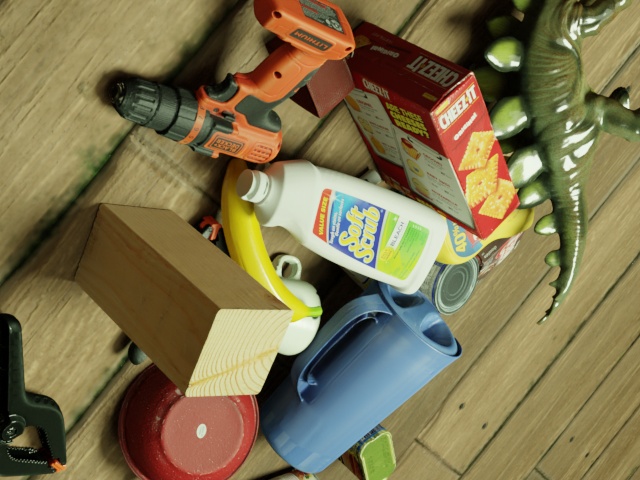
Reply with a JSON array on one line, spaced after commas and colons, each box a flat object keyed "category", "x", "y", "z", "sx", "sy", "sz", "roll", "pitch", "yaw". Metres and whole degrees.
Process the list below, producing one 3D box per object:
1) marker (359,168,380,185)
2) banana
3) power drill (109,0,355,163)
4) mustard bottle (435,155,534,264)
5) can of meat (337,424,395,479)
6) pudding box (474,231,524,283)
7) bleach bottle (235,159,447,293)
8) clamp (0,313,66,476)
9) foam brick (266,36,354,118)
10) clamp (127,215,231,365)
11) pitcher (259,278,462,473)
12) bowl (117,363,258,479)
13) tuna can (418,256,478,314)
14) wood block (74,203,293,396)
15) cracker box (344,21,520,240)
[{"category": "marker", "x": 0.018, "y": -0.040, "z": 1.215, "sx": 0.121, "sy": 0.020, "sz": 0.020, "roll": -38, "pitch": 137, "yaw": -17}, {"category": "banana", "x": -0.064, "y": 0.014, "z": 1.109, "sx": 0.069, "sy": 0.037, "sz": 0.198, "roll": -48, "pitch": 120, "yaw": -48}, {"category": "power drill", "x": -0.074, "y": -0.153, "z": 0.973, "sx": 0.184, "sy": 0.057, "sz": 0.188, "roll": 13, "pitch": 137, "yaw": -41}, {"category": "mustard bottle", "x": 0.167, "y": -0.026, "z": 1.270, "sx": 0.191, "sy": 0.058, "sz": 0.096, "roll": -26, "pitch": 111, "yaw": -27}, {"category": "can of meat", "x": 0.051, "y": 0.267, "z": 1.410, "sx": 0.057, "sy": 0.084, "sz": 0.102, "roll": -33, "pitch": 136, "yaw": -22}, {"category": "pudding box", "x": 0.224, "y": 0.008, "z": 1.392, "sx": 0.090, "sy": 0.039, "sz": 0.113, "roll": -41, "pitch": 168, "yaw": -13}, {"category": "bleach bottle", "x": 0.016, "y": -0.019, "z": 1.117, "sx": 0.250, "sy": 0.068, "sz": 0.103, "roll": 17, "pitch": 106, "yaw": -38}, {"category": "clamp", "x": -0.306, "y": 0.169, "z": 1.044, "sx": 0.164, "sy": 0.036, "sz": 0.209, "roll": -48, "pitch": 141, "yaw": -5}, {"category": "foam brick", "x": -0.009, "y": -0.174, "z": 1.073, "sx": 0.053, "sy": 0.051, "sz": 0.078, "roll": -41, "pitch": 138, "yaw": -15}, {"category": "clamp", "x": -0.141, "y": 0.060, "z": 1.118, "sx": 0.120, "sy": 0.039, "sz": 0.171, "roll": -7, "pitch": 111, "yaw": -35}, {"category": "pitcher", "x": 0.033, "y": 0.159, "z": 1.254, "sx": 0.149, "sy": 0.145, "sz": 0.243, "roll": 41, "pitch": 108, "yaw": -7}, {"category": "bowl", "x": -0.135, "y": 0.203, "z": 1.158, "sx": 0.161, "sy": 0.055, "sz": 0.162, "roll": -1, "pitch": 92, "yaw": -23}, {"category": "tuna can", "x": 0.158, "y": 0.049, "z": 1.327, "sx": 0.085, "sy": 0.034, "sz": 0.086, "roll": -24, "pitch": 126, "yaw": -37}, {"category": "wood block", "x": -0.133, "y": 0.052, "z": 0.996, "sx": 0.090, "sy": 0.206, "sz": 0.090, "roll": 6, "pitch": 113, "yaw": -46}, {"category": "cracker box", "x": 0.113, "y": -0.116, "z": 1.140, "sx": 0.072, "sy": 0.164, "sz": 0.213, "roll": -44, "pitch": 139, "yaw": -13}]
